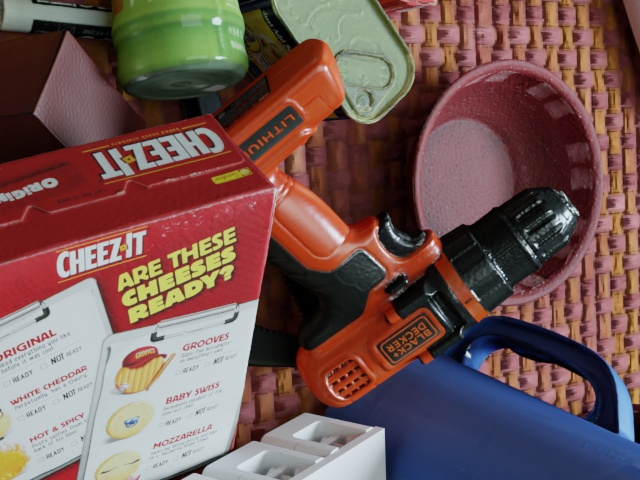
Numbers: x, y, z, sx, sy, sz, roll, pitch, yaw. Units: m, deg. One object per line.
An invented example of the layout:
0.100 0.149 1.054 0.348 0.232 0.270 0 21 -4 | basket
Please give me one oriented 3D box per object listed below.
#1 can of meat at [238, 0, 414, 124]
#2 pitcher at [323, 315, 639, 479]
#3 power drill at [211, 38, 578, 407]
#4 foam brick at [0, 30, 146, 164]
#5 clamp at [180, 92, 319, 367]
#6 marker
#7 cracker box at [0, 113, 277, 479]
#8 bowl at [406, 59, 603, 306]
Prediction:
-0.007 -0.116 0.624 0.057 0.084 0.102 -46 114 -21 | can of meat
0.120 0.142 0.622 0.144 0.243 0.149 -11 105 -33 | pitcher
0.027 -0.016 0.586 0.184 0.057 0.187 -37 112 7 | power drill
-0.136 -0.060 0.546 0.078 0.051 0.053 54 42 -49 | foam brick
-0.054 0.001 0.630 0.209 0.036 0.164 35 78 -26 | clamp
-0.118 -0.121 0.595 0.120 0.020 0.020 0 93 -31 | marker
-0.118 0.056 0.516 0.163 0.072 0.214 -18 139 -29 | cracker box
0.113 -0.038 0.717 0.161 0.055 0.162 -2 94 -31 | bowl
